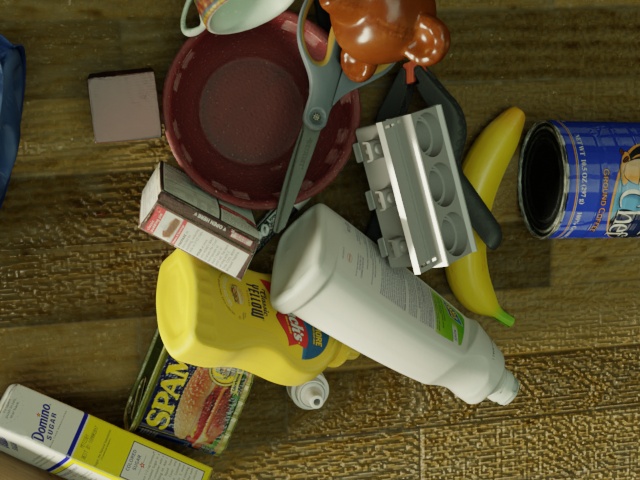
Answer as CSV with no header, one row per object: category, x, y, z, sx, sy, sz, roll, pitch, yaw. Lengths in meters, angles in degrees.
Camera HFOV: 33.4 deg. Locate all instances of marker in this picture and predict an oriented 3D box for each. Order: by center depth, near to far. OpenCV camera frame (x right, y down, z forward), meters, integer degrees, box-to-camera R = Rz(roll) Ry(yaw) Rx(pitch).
marker,-0.056,0.001,0.911,0.020,0.020,0.121,44,89,-15

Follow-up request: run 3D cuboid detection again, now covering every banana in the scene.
banana,0.142,-0.019,0.941,0.069,0.037,0.198,-4,102,-29

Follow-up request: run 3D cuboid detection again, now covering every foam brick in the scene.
foam brick,-0.155,-0.107,0.842,0.053,0.078,0.051,-7,103,-10

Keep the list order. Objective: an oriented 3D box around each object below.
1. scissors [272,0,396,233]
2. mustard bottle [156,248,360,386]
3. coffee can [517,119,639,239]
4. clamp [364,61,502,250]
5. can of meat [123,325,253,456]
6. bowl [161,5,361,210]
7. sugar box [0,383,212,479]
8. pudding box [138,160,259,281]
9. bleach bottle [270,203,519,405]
scissors,0.016,-0.104,0.847,0.096,0.016,0.202,3,93,-11
mustard bottle,-0.041,0.071,0.883,0.191,0.096,0.058,20,132,-37
coffee can,0.255,-0.052,0.922,0.140,0.103,0.103,0,100,-11
clamp,0.079,-0.063,0.910,0.120,0.039,0.171,-14,91,15
can of meat,-0.109,0.124,0.903,0.083,0.057,0.102,21,96,-17
bowl,-0.051,-0.106,0.870,0.162,0.055,0.162,-1,95,-14
sugar box,-0.186,0.175,0.876,0.176,0.093,0.048,30,62,-14
pudding box,-0.097,-0.018,0.851,0.090,0.113,0.039,28,99,-14
bleach bottle,0.074,0.074,0.901,0.250,0.102,0.068,35,123,-23
